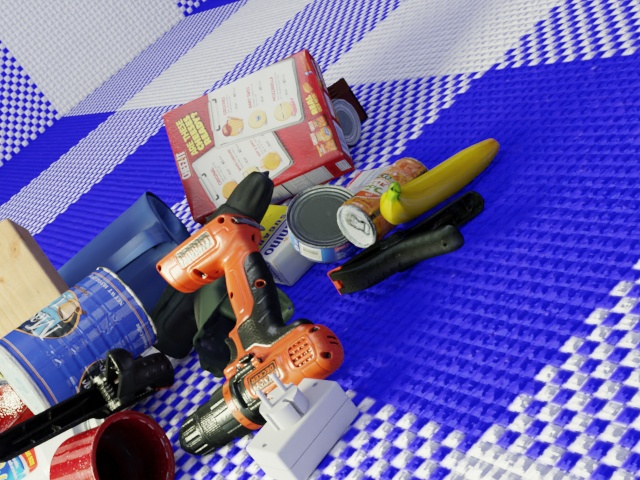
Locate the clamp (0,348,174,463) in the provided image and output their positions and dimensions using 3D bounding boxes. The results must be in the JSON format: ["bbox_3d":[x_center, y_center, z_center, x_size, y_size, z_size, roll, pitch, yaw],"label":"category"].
[{"bbox_3d":[-0.204,0.145,0.991,0.165,0.036,0.209,-34,-10,11],"label":"clamp"}]

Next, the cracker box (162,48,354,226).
[{"bbox_3d":[-0.080,-0.128,1.385,0.214,0.072,0.164,-23,68,12],"label":"cracker box"}]

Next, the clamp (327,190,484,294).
[{"bbox_3d":[0.080,0.011,1.036,0.172,0.039,0.120,-32,2,18],"label":"clamp"}]

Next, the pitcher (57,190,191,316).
[{"bbox_3d":[-0.268,0.058,1.345,0.243,0.149,0.145,-38,41,4],"label":"pitcher"}]

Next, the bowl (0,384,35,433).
[{"bbox_3d":[-0.379,0.227,1.269,0.162,0.055,0.162,-31,22,14],"label":"bowl"}]

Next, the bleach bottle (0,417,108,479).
[{"bbox_3d":[-0.307,0.248,1.079,0.251,0.068,0.102,-37,26,9],"label":"bleach bottle"}]

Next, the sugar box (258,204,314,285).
[{"bbox_3d":[-0.058,0.001,1.265,0.093,0.048,0.176,-45,22,-21],"label":"sugar box"}]

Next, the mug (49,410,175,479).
[{"bbox_3d":[-0.194,0.222,0.978,0.082,0.093,0.117,-24,60,39],"label":"mug"}]

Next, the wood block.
[{"bbox_3d":[-0.323,0.088,1.216,0.090,0.206,0.091,-37,-7,-4],"label":"wood block"}]

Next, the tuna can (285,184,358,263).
[{"bbox_3d":[0.006,-0.018,1.165,0.086,0.034,0.086,-2,54,3],"label":"tuna can"}]

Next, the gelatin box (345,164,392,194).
[{"bbox_3d":[0.062,-0.052,1.218,0.089,0.030,0.073,-9,33,49],"label":"gelatin box"}]

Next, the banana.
[{"bbox_3d":[0.115,-0.055,1.088,0.197,0.037,0.070,-28,-6,-47],"label":"banana"}]

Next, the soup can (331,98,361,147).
[{"bbox_3d":[-0.004,-0.148,1.460,0.102,0.068,0.068,-16,29,41],"label":"soup can"}]

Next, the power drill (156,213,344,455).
[{"bbox_3d":[-0.084,0.085,0.990,0.185,0.057,0.188,-36,65,18],"label":"power drill"}]

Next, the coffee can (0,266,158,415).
[{"bbox_3d":[-0.255,0.108,1.108,0.140,0.103,0.103,-38,20,-25],"label":"coffee can"}]

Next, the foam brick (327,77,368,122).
[{"bbox_3d":[0.029,-0.191,1.521,0.053,0.051,0.078,-33,21,5],"label":"foam brick"}]
